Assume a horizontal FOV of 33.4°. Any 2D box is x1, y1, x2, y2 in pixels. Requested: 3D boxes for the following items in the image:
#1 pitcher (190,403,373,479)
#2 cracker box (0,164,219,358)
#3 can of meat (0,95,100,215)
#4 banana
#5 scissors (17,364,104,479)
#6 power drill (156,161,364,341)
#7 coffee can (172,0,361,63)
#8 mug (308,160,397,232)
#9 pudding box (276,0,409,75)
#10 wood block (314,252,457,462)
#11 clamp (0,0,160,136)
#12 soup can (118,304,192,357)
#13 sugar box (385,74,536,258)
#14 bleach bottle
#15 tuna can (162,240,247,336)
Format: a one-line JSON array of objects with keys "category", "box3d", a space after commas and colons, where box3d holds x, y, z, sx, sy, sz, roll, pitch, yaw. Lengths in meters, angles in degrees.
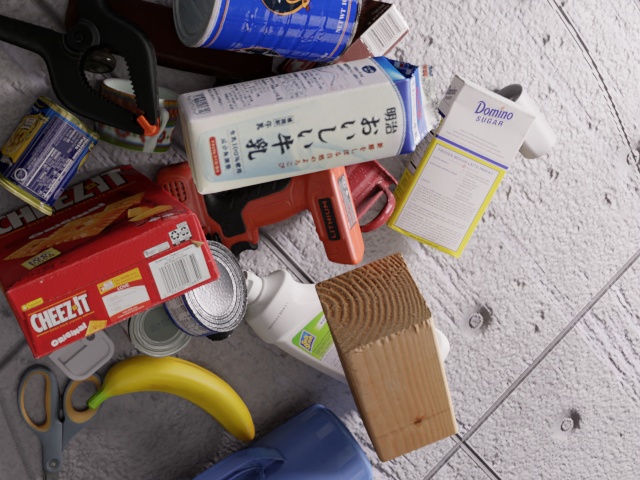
[{"category": "pitcher", "box3d": [-0.069, 0.279, 1.135, 0.242, 0.149, 0.145, -35, 93, -15]}, {"category": "cracker box", "box3d": [-0.203, 0.008, 0.935, 0.164, 0.214, 0.072, -24, 113, -17]}, {"category": "can of meat", "box3d": [-0.247, -0.079, 0.952, 0.057, 0.102, 0.084, 36, 88, -28]}, {"category": "banana", "box3d": [-0.145, 0.159, 1.114, 0.197, 0.037, 0.070, 19, 100, -30]}, {"category": "scissors", "box3d": [-0.257, 0.214, 1.092, 0.096, 0.016, 0.202, -16, 113, -20]}, {"category": "power drill", "box3d": [-0.057, 0.001, 1.038, 0.188, 0.057, 0.184, -10, 105, 14]}, {"category": "coffee can", "box3d": [-0.049, -0.217, 0.956, 0.140, 0.103, 0.103, 2, 106, -28]}, {"category": "mug", "box3d": [0.026, -0.051, 1.083, 0.081, 0.117, 0.093, -48, 150, 2]}, {"category": "pudding box", "box3d": [0.021, -0.187, 1.046, 0.113, 0.090, 0.039, -43, 121, -7]}, {"category": "wood block", "box3d": [0.068, 0.120, 1.055, 0.091, 0.090, 0.206, -21, 138, -3]}, {"category": "clamp", "box3d": [-0.200, -0.182, 0.915, 0.164, 0.036, 0.210, -44, 93, 4]}, {"category": "soup can", "box3d": [-0.166, 0.065, 1.035, 0.068, 0.102, 0.068, -8, 110, -22]}, {"category": "sugar box", "box3d": [0.146, -0.078, 1.143, 0.093, 0.048, 0.176, 23, 103, -16]}, {"category": "bleach bottle", "box3d": [0.017, 0.092, 1.153, 0.250, 0.068, 0.102, 30, 94, -27]}, {"category": "tuna can", "box3d": [-0.108, 0.045, 0.987, 0.086, 0.034, 0.086, 24, 58, -46]}]
